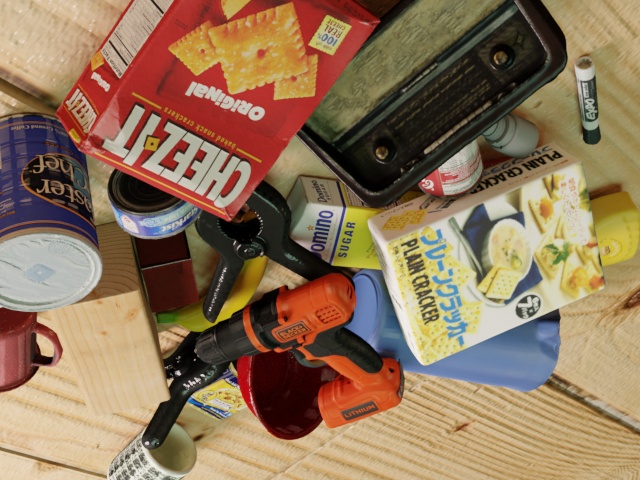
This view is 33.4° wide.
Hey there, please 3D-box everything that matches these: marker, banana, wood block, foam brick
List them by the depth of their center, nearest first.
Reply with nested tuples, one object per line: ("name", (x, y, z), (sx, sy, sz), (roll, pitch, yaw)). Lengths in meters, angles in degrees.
("marker", (0.270, -0.137, 1.074), (0.020, 0.020, 0.121), (-20, 142, 4))
("foam brick", (-0.156, 0.027, 1.088), (0.053, 0.051, 0.078), (-12, 142, -8))
("wood block", (-0.220, 0.086, 1.105), (0.090, 0.091, 0.206), (-12, 142, -7))
("banana", (-0.100, 0.044, 1.142), (0.069, 0.037, 0.198), (16, 131, -35))

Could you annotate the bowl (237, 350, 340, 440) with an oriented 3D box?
("bowl", (-0.045, 0.145, 1.227), (0.055, 0.162, 0.162), (2, 158, 39))

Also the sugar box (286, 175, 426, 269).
("sugar box", (0.045, -0.014, 1.119), (0.176, 0.048, 0.093), (3, 138, -26))

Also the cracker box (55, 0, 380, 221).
("cracker box", (-0.080, -0.138, 0.851), (0.164, 0.072, 0.214), (26, 107, -41))

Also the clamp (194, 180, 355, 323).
("clamp", (-0.057, 0.001, 1.056), (0.164, 0.036, 0.210), (-6, 133, 7))

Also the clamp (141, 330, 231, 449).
("clamp", (-0.151, 0.154, 1.198), (0.172, 0.120, 0.039), (-38, 135, 19))

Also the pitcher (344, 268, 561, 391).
("pitcher", (0.144, 0.101, 1.246), (0.242, 0.145, 0.149), (9, 123, -25))

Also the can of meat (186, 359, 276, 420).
("can of meat", (-0.114, 0.166, 1.272), (0.084, 0.057, 0.102), (-29, 140, 18))

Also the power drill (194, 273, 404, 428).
("power drill", (-0.012, 0.123, 1.114), (0.185, 0.057, 0.187), (-23, 132, 25))

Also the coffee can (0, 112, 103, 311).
("coffee can", (-0.246, -0.025, 0.916), (0.102, 0.140, 0.103), (-11, 142, -9))

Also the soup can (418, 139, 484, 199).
("soup can", (0.118, -0.096, 1.027), (0.068, 0.068, 0.102), (-19, 142, 2))

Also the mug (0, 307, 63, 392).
("mug", (-0.316, 0.096, 1.074), (0.117, 0.093, 0.082), (17, 132, 2))

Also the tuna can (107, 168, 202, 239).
("tuna can", (-0.150, -0.044, 0.974), (0.086, 0.086, 0.034), (-14, 140, -4))
